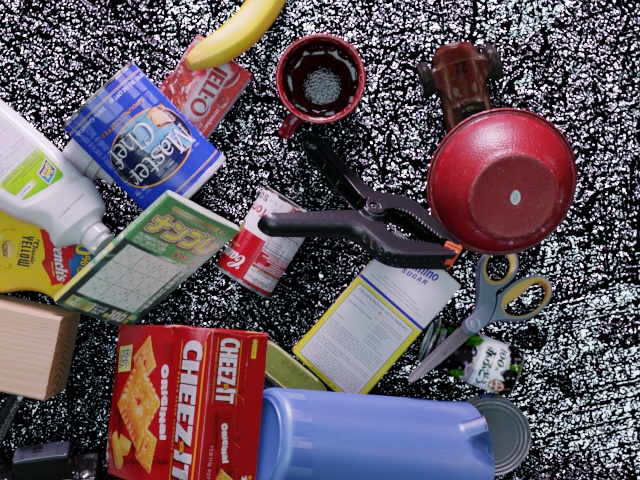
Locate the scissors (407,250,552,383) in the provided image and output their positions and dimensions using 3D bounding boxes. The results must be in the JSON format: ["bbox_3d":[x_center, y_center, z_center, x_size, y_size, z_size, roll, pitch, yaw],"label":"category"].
[{"bbox_3d":[0.157,0.070,1.134,0.201,0.016,0.096,-21,78,-22],"label":"scissors"}]

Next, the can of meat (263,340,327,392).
[{"bbox_3d":[-0.054,0.168,1.139,0.102,0.057,0.084,39,121,0],"label":"can of meat"}]

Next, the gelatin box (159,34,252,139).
[{"bbox_3d":[-0.128,-0.166,1.160,0.073,0.030,0.089,37,92,0],"label":"gelatin box"}]

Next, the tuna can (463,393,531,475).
[{"bbox_3d":[0.184,0.211,1.164,0.086,0.034,0.086,0,92,1],"label":"tuna can"}]

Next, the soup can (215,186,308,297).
[{"bbox_3d":[-0.058,0.001,1.145,0.068,0.068,0.102,32,91,0],"label":"soup can"}]

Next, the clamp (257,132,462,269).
[{"bbox_3d":[0.048,-0.032,1.118,0.210,0.164,0.036,20,134,-6],"label":"clamp"}]

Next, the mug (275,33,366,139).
[{"bbox_3d":[-0.006,-0.157,1.132,0.093,0.081,0.117,33,92,0],"label":"mug"}]

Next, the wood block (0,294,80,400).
[{"bbox_3d":[-0.375,0.102,1.144,0.206,0.090,0.091,11,92,1],"label":"wood block"}]

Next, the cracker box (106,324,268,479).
[{"bbox_3d":[-0.141,0.168,1.072,0.072,0.214,0.164,8,83,-33],"label":"cracker box"}]

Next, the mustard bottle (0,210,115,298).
[{"bbox_3d":[-0.279,0.019,1.155,0.191,0.058,0.096,8,84,0],"label":"mustard bottle"}]

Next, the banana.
[{"bbox_3d":[-0.075,-0.256,1.141,0.069,0.037,0.198,26,81,-10],"label":"banana"}]

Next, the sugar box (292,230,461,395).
[{"bbox_3d":[0.060,0.084,1.158,0.093,0.048,0.176,42,89,1],"label":"sugar box"}]

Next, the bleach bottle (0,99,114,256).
[{"bbox_3d":[-0.322,-0.068,1.124,0.251,0.068,0.102,41,82,11],"label":"bleach bottle"}]

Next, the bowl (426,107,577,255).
[{"bbox_3d":[0.193,-0.053,1.102,0.162,0.055,0.162,-1,108,-3],"label":"bowl"}]

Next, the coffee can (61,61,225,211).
[{"bbox_3d":[-0.183,-0.101,1.116,0.103,0.103,0.140,-43,100,2],"label":"coffee can"}]

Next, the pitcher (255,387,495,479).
[{"bbox_3d":[0.039,0.222,1.078,0.242,0.145,0.149,12,92,-28],"label":"pitcher"}]
